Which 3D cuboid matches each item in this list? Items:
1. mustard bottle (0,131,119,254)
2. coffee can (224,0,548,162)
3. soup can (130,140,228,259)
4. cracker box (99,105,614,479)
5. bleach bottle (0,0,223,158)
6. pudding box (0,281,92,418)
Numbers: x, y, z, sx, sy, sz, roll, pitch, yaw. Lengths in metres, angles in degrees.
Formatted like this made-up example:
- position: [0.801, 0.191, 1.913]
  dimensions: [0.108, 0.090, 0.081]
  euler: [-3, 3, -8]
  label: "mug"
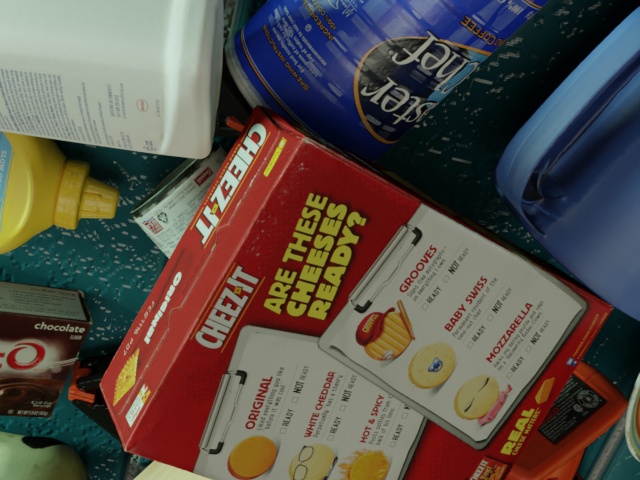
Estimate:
- position: [-0.213, -0.041, 0.619]
  dimensions: [0.191, 0.058, 0.096]
  euler: [12, 107, -7]
  label: "mustard bottle"
- position: [0.035, -0.114, 0.544]
  dimensions: [0.102, 0.103, 0.140]
  euler: [38, 115, -21]
  label: "coffee can"
- position: [-0.054, 0.001, 0.628]
  dimensions: [0.069, 0.068, 0.102]
  euler: [-36, 102, 21]
  label: "soup can"
- position: [0.022, 0.052, 0.541]
  dimensions: [0.213, 0.072, 0.164]
  euler: [26, 98, -31]
  label: "cracker box"
- position: [-0.173, -0.094, 0.499]
  dimensions: [0.250, 0.068, 0.103]
  euler: [6, 154, -3]
  label: "bleach bottle"
- position: [-0.215, 0.069, 0.681]
  dimensions: [0.113, 0.039, 0.090]
  euler: [7, 127, -34]
  label: "pudding box"
